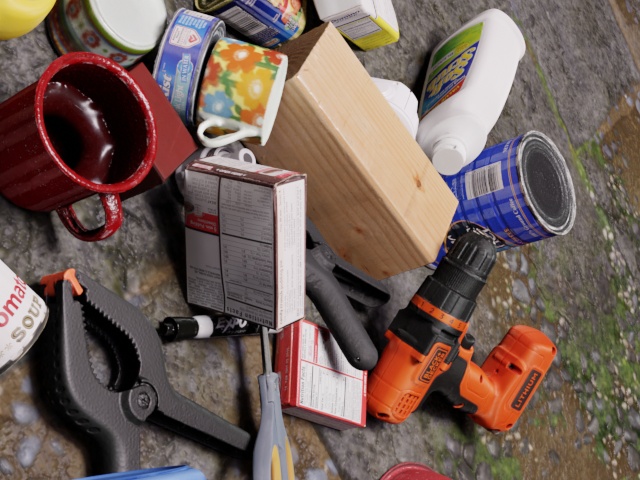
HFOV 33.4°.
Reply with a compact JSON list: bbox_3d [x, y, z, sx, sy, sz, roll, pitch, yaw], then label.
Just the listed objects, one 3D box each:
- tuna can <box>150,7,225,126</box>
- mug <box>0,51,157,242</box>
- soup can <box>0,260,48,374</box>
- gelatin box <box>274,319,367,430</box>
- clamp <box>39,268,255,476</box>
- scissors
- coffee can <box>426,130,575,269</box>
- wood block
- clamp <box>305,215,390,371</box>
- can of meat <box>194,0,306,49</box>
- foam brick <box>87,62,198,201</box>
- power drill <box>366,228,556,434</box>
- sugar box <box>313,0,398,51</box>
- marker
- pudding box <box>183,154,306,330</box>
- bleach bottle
[{"bbox_3d":[-0.100,-0.130,0.808,0.034,0.086,0.086,16,53,2],"label":"tuna can"},{"bbox_3d":[-0.164,-0.055,0.701,0.093,0.082,0.117,-26,96,-48],"label":"mug"},{"bbox_3d":[-0.217,0.028,0.619,0.102,0.069,0.068,50,43,-26],"label":"soup can"},{"bbox_3d":[0.000,0.111,0.876,0.089,0.030,0.073,24,59,-42],"label":"gelatin box"},{"bbox_3d":[-0.132,0.118,0.709,0.210,0.036,0.164,60,39,-20],"label":"clamp"},{"bbox_3d":[-0.041,0.120,0.790,0.096,0.016,0.202,-31,113,-80],"label":"scissors"},{"bbox_3d":[0.161,-0.037,1.038,0.102,0.141,0.103,23,59,-44],"label":"coffee can"},{"bbox_3d":[0.021,-0.071,0.926,0.206,0.090,0.090,52,41,-23],"label":"wood block"},{"bbox_3d":[-0.001,0.021,0.892,0.171,0.039,0.120,52,18,-6],"label":"clamp"},{"bbox_3d":[-0.058,-0.226,0.922,0.083,0.058,0.102,26,56,-44],"label":"can of meat"},{"bbox_3d":[-0.137,-0.078,0.769,0.078,0.053,0.051,57,41,-17],"label":"foam brick"},{"bbox_3d":[0.136,0.093,0.963,0.187,0.057,0.184,26,99,-44],"label":"power drill"},{"bbox_3d":[0.026,-0.236,0.987,0.176,0.048,0.093,-3,76,-72],"label":"sugar box"},{"bbox_3d":[-0.074,0.065,0.813,0.120,0.020,0.020,1,75,-50],"label":"marker"},{"bbox_3d":[-0.055,0.001,0.775,0.039,0.090,0.113,-25,122,-49],"label":"pudding box"},{"bbox_3d":[0.145,-0.141,1.056,0.068,0.103,0.250,49,30,-18],"label":"bleach bottle"}]
